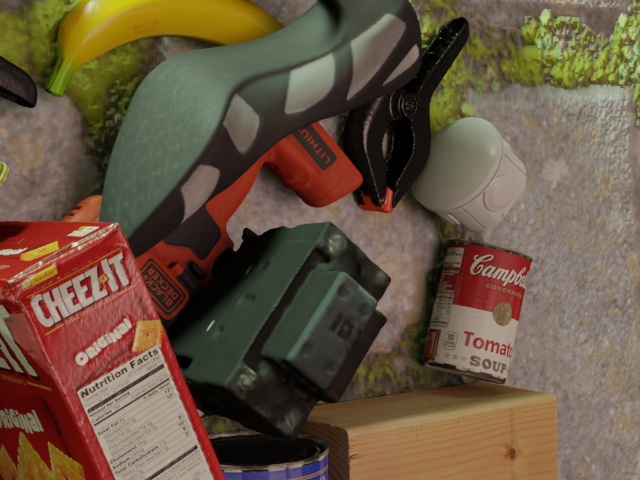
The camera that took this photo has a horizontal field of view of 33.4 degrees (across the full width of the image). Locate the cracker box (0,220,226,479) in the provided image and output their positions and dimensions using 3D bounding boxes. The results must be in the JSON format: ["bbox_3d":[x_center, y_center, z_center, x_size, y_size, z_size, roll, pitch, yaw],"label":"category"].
[{"bbox_3d":[-0.136,0.099,0.587,0.072,0.164,0.213,-32,110,-34],"label":"cracker box"}]

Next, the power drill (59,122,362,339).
[{"bbox_3d":[-0.055,0.001,0.704,0.184,0.057,0.187,50,63,-21],"label":"power drill"}]

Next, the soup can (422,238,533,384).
[{"bbox_3d":[0.123,0.056,0.841,0.068,0.069,0.102,19,81,-36],"label":"soup can"}]

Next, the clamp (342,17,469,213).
[{"bbox_3d":[0.049,-0.110,0.797,0.120,0.039,0.171,22,79,-33],"label":"clamp"}]

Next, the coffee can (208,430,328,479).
[{"bbox_3d":[-0.045,0.204,0.697,0.102,0.103,0.140,-2,92,-37],"label":"coffee can"}]

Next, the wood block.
[{"bbox_3d":[0.075,0.165,0.794,0.205,0.090,0.091,-1,91,-37],"label":"wood block"}]

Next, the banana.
[{"bbox_3d":[-0.091,-0.136,0.695,0.197,0.037,0.070,-10,115,-35],"label":"banana"}]
